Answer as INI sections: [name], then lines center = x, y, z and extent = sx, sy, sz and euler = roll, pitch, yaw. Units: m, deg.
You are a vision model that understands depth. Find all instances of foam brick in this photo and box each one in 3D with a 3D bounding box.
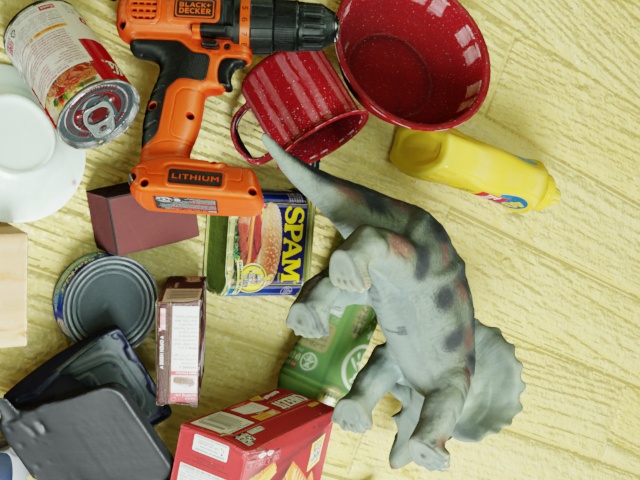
[foam brick]
center = -0.149, -0.023, 0.903
extent = 0.078, 0.053, 0.051
euler = -15, 105, -30

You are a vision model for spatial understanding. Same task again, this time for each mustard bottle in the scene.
[mustard bottle]
center = 0.169, -0.068, 1.066
extent = 0.191, 0.096, 0.058
euler = 15, 89, -33

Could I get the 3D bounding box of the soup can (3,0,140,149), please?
[soup can]
center = -0.193, -0.129, 0.820
extent = 0.068, 0.102, 0.068
euler = -29, 152, -17

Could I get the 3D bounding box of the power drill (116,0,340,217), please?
[power drill]
center = -0.078, -0.115, 0.865
extent = 0.184, 0.057, 0.187
euler = 2, 73, 0

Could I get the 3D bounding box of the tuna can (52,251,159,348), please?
[tuna can]
center = -0.182, 0.053, 0.906
extent = 0.086, 0.034, 0.086
euler = -6, 101, -31

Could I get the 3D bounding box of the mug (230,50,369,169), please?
[mug]
center = -0.027, -0.114, 0.939
extent = 0.117, 0.093, 0.081
euler = -32, 79, 11

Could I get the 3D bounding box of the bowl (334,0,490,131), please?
[bowl]
center = 0.076, -0.166, 0.997
extent = 0.162, 0.055, 0.162
euler = 8, 69, -21

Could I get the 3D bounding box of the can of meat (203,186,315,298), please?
[can of meat]
center = -0.056, 0.001, 0.963
extent = 0.083, 0.058, 0.102
euler = 1, 97, -29

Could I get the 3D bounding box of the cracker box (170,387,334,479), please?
[cracker box]
center = -0.067, 0.248, 0.913
extent = 0.164, 0.072, 0.214
euler = -7, 111, -63

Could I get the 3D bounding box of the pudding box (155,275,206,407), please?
[pudding box]
center = -0.117, 0.083, 0.906
extent = 0.039, 0.113, 0.090
euler = 1, 98, -2
